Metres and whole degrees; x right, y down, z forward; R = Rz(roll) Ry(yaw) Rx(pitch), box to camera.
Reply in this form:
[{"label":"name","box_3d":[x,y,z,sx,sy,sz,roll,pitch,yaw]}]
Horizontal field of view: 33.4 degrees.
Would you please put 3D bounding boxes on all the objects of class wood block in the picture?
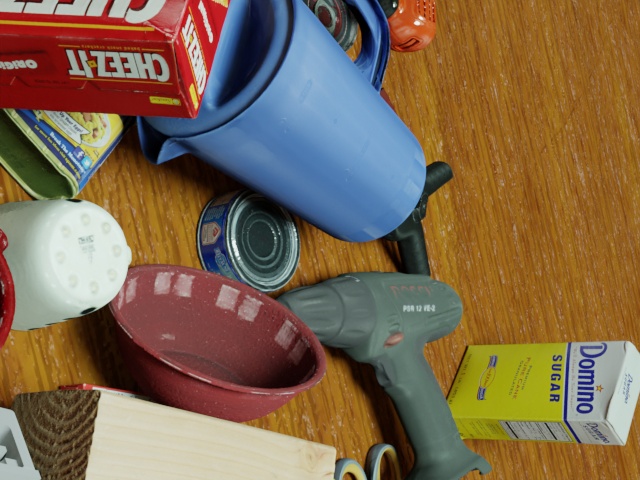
[{"label":"wood block","box_3d":[-0.093,0.160,0.683,0.205,0.090,0.091,24,65,-44]}]

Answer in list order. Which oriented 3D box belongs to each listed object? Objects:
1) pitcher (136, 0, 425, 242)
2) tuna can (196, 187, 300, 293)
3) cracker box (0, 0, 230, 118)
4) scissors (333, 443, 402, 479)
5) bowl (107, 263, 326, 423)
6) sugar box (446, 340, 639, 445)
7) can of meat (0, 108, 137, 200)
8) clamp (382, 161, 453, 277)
[{"label":"pitcher","box_3d":[-0.011,-0.095,0.780,0.242,0.149,0.145,34,46,-53]},{"label":"tuna can","box_3d":[-0.056,0.001,0.848,0.085,0.034,0.086,12,74,-47]},{"label":"cracker box","box_3d":[-0.137,-0.179,0.665,0.072,0.164,0.213,80,17,-52]},{"label":"scissors","box_3d":[0.038,0.273,0.913,0.096,0.016,0.201,23,66,-42]},{"label":"bowl","box_3d":[-0.079,0.080,0.748,0.161,0.162,0.055,-1,121,-48]},{"label":"sugar box","box_3d":[0.209,0.143,1.008,0.048,0.177,0.093,50,49,-30]},{"label":"can of meat","box_3d":[-0.180,-0.087,0.709,0.102,0.058,0.083,52,50,-29]},{"label":"clamp","box_3d":[0.077,-0.023,0.963,0.171,0.039,0.120,11,83,-63]}]
